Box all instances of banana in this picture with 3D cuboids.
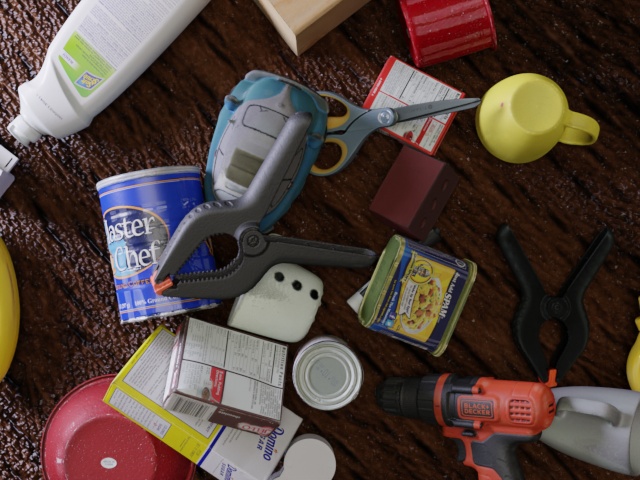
[{"bbox_3d":[-0.339,0.055,1.083,0.070,0.037,0.198,-16,86,16],"label":"banana"}]

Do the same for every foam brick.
[{"bbox_3d":[0.094,-0.047,1.075,0.051,0.053,0.078,28,88,26],"label":"foam brick"}]

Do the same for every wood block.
[{"bbox_3d":[0.030,-0.291,1.073,0.206,0.091,0.090,-38,88,-2],"label":"wood block"}]

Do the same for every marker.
[{"bbox_3d":[0.077,0.029,1.096,0.121,0.020,0.020,-42,89,-3],"label":"marker"}]

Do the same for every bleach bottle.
[{"bbox_3d":[-0.225,-0.199,1.081,0.102,0.068,0.251,45,90,1],"label":"bleach bottle"}]

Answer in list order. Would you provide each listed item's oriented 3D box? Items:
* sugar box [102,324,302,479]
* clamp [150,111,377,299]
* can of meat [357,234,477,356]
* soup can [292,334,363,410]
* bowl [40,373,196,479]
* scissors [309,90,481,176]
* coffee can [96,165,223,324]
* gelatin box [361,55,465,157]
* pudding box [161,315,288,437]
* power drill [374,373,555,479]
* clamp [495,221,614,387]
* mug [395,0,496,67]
[{"bbox_3d":[-0.115,0.168,1.053,0.176,0.048,0.093,36,46,-1],"label":"sugar box"},{"bbox_3d":[-0.057,0.001,0.994,0.210,0.036,0.164,-34,109,-3],"label":"clamp"},{"bbox_3d":[0.095,0.053,1.064,0.084,0.057,0.102,21,94,-13],"label":"can of meat"},{"bbox_3d":[0.006,0.129,1.049,0.068,0.102,0.068,0,88,-1],"label":"soup can"},{"bbox_3d":[-0.205,0.216,1.066,0.162,0.055,0.162,0,88,0],"label":"bowl"},{"bbox_3d":[0.058,-0.105,1.068,0.202,0.016,0.096,10,100,23],"label":"scissors"},{"bbox_3d":[-0.158,0.005,1.052,0.103,0.103,0.140,-10,88,-1],"label":"coffee can"},{"bbox_3d":[0.093,-0.136,1.097,0.089,0.030,0.073,28,88,4],"label":"gelatin box"},{"bbox_3d":[-0.090,0.132,1.036,0.113,0.039,0.090,20,49,-17],"label":"pudding box"},{"bbox_3d":[0.142,0.224,1.049,0.185,0.057,0.188,-1,98,32],"label":"power drill"},{"bbox_3d":[0.246,0.061,1.088,0.120,0.039,0.171,-6,94,3],"label":"clamp"},{"bbox_3d":[0.121,-0.234,1.076,0.081,0.093,0.117,-17,78,3],"label":"mug"}]
